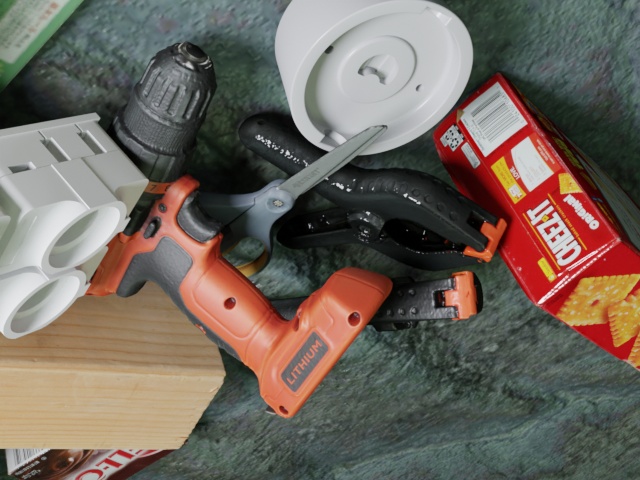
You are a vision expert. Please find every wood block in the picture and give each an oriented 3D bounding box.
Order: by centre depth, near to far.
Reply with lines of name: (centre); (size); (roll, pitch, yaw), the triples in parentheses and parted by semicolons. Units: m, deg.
wood block: (-0.180, 0.077, 0.700); (0.205, 0.090, 0.091); (7, 133, -32)

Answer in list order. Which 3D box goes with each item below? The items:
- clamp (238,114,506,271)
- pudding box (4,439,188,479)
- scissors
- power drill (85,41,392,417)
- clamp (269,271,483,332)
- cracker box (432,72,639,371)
clamp: (0.031, -0.014, 0.675); (0.039, 0.172, 0.120); (-60, 161, -23)
pudding box: (-0.174, 0.156, 0.831); (0.113, 0.039, 0.090); (-30, 141, 8)
scissors: (-0.045, -0.030, 0.648); (0.096, 0.016, 0.202); (21, 144, -14)
power drill: (-0.054, 0.001, 0.621); (0.185, 0.188, 0.057); (-57, 173, 37)
clamp: (0.057, 0.044, 0.745); (0.164, 0.036, 0.210); (-4, 175, -30)
cracker box: (0.184, 0.002, 0.729); (0.072, 0.164, 0.213); (-41, 137, 18)
